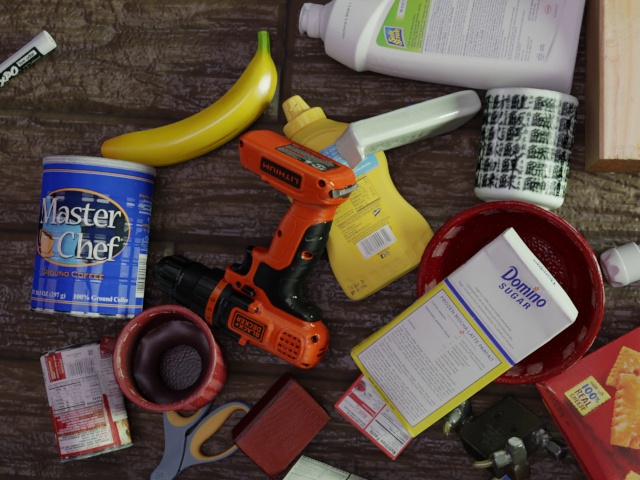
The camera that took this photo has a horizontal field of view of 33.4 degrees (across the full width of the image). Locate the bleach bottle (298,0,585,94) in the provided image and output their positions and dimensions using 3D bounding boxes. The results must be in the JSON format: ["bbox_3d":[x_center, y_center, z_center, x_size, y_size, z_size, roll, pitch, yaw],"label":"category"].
[{"bbox_3d":[0.106,-0.193,0.966,0.251,0.068,0.102,10,76,12],"label":"bleach bottle"}]

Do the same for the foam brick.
[{"bbox_3d":[-0.036,0.165,0.961,0.051,0.053,0.078,43,87,-5],"label":"foam brick"}]

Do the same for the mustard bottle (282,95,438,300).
[{"bbox_3d":[0.021,-0.048,0.971,0.096,0.058,0.191,-31,83,4],"label":"mustard bottle"}]

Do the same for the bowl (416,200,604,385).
[{"bbox_3d":[0.168,0.041,0.931,0.162,0.055,0.162,4,102,20],"label":"bowl"}]

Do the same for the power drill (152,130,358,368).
[{"bbox_3d":[-0.056,0.001,0.950,0.185,0.057,0.188,25,114,19],"label":"power drill"}]

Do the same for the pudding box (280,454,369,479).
[{"bbox_3d":[0.008,0.229,0.930,0.090,0.113,0.039,17,93,9],"label":"pudding box"}]

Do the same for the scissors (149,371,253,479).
[{"bbox_3d":[-0.154,0.201,1.003,0.202,0.016,0.096,-34,81,4],"label":"scissors"}]

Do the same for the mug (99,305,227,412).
[{"bbox_3d":[-0.142,0.108,0.961,0.117,0.081,0.093,10,78,10],"label":"mug"}]

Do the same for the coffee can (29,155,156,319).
[{"bbox_3d":[-0.208,-0.002,0.979,0.103,0.102,0.140,4,88,8],"label":"coffee can"}]

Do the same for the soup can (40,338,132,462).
[{"bbox_3d":[-0.218,0.147,0.989,0.068,0.068,0.102,-13,85,7],"label":"soup can"}]

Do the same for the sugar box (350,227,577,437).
[{"bbox_3d":[0.120,0.078,0.903,0.176,0.048,0.093,-39,85,19],"label":"sugar box"}]

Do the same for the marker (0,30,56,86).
[{"bbox_3d":[-0.312,-0.162,1.045,0.121,0.020,0.020,-35,83,5],"label":"marker"}]

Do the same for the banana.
[{"bbox_3d":[-0.113,-0.115,1.008,0.198,0.037,0.070,-34,65,4],"label":"banana"}]

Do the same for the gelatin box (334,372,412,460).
[{"bbox_3d":[0.067,0.142,0.968,0.073,0.030,0.089,41,93,7],"label":"gelatin box"}]
